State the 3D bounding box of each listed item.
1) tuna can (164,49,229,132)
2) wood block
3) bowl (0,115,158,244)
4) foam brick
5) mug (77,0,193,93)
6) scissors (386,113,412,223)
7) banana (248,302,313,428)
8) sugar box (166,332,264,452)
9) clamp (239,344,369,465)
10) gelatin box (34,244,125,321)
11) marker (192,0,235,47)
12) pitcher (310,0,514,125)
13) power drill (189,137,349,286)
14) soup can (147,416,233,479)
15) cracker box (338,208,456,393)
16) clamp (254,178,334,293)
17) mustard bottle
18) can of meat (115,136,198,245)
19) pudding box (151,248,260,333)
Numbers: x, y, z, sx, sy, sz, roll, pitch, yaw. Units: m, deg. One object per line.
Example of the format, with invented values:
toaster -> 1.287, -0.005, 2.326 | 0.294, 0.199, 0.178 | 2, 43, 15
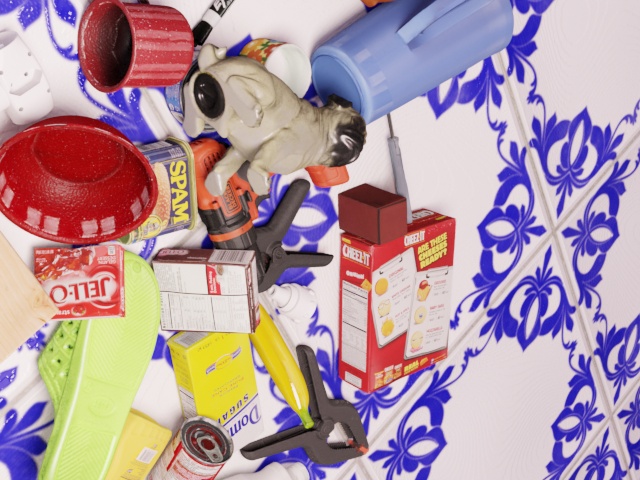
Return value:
tuna can -> -0.126, -0.163, 1.157 | 0.085, 0.034, 0.086 | -18, 118, -39
wood block -> -0.343, 0.011, 0.976 | 0.090, 0.090, 0.206 | -45, 132, -22
bowl -> -0.237, -0.069, 1.037 | 0.162, 0.055, 0.162 | -2, 137, -2
foam brick -> 0.066, -0.034, 1.364 | 0.052, 0.078, 0.051 | -21, 120, -35
mug -> -0.184, -0.204, 1.057 | 0.081, 0.093, 0.117 | -9, 76, -47
scissors -> 0.098, -0.108, 1.371 | 0.016, 0.096, 0.202 | -11, 123, 2
banana -> -0.055, 0.139, 1.321 | 0.037, 0.070, 0.197 | -33, 112, -12
sugar box -> -0.123, 0.178, 1.286 | 0.093, 0.048, 0.176 | -29, 123, -33
clamp -> -0.011, 0.254, 1.431 | 0.164, 0.036, 0.209 | -54, 131, -11
gelatin box -> -0.242, 0.043, 1.076 | 0.030, 0.089, 0.073 | 80, 7, -83
marker -> -0.104, -0.258, 1.152 | 0.121, 0.020, 0.020 | -56, 135, -12
pitcher -> 0.111, -0.240, 1.282 | 0.242, 0.145, 0.149 | -35, 133, -25
power drill -> -0.056, -0.059, 1.229 | 0.187, 0.057, 0.184 | -33, 116, -30
soup can -> -0.153, 0.263, 1.246 | 0.068, 0.068, 0.102 | -2, 136, -44
cracker box -> 0.102, 0.079, 1.448 | 0.163, 0.072, 0.214 | -18, 117, -39
clamp -> -0.058, 0.002, 1.287 | 0.171, 0.039, 0.120 | -26, 110, -36
mustard bottle -> -0.246, 0.281, 1.196 | 0.191, 0.058, 0.096 | -59, 156, -9
can of meat -> -0.182, -0.052, 1.132 | 0.083, 0.058, 0.102 | -17, 117, -36
pudding box -> -0.127, 0.057, 1.192 | 0.039, 0.113, 0.090 | -64, 154, -62
